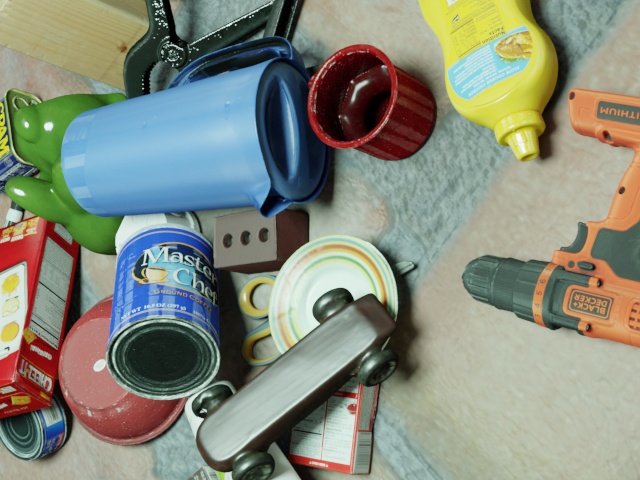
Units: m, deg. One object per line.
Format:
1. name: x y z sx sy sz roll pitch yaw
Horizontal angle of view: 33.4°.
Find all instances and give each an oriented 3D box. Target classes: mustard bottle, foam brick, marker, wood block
1. mustard bottle: 0.148 -0.155 0.900 0.096 0.058 0.191 -26 66 30
2. foam brick: -0.057 0.001 1.022 0.078 0.051 0.053 -9 76 34
3. marker: -0.373 -0.006 1.275 0.020 0.020 0.121 19 92 37
4. wood block: -0.266 -0.241 1.128 0.091 0.205 0.090 -46 58 20

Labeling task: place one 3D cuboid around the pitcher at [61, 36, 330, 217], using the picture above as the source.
1. pitcher: -0.120 -0.097 1.015 0.243 0.149 0.145 -6 109 29

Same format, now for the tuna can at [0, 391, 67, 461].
1. tuna can: -0.319 0.197 1.167 0.086 0.033 0.086 11 109 33

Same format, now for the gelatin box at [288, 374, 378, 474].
1. gelatin box: 0.012 0.159 0.954 0.073 0.030 0.089 1 81 38

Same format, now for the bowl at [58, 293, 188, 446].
1. bowl: -0.210 0.127 1.086 0.162 0.055 0.162 -5 78 22

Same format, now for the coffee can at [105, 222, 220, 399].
1. coffee can: -0.146 0.065 1.009 0.103 0.102 0.140 -41 30 23

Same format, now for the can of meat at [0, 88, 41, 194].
1. can of meat: -0.373 -0.116 1.275 0.084 0.057 0.102 -29 64 32

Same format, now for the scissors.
1. scissors: -0.007 0.043 1.000 0.202 0.016 0.096 -39 60 23

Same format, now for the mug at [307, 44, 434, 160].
1. mug: 0.040 -0.122 0.957 0.117 0.081 0.093 25 95 37

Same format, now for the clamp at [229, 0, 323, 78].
1. clamp: -0.053 -0.168 1.062 0.172 0.039 0.120 -35 62 23

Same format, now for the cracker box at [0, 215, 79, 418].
1. cracker box: -0.357 0.090 1.163 0.164 0.072 0.213 -16 51 23

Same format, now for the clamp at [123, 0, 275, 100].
1. clamp: -0.138 -0.197 1.110 0.164 0.036 0.210 21 110 4

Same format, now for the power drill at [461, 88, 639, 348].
1. power drill: 0.210 -0.019 0.830 0.185 0.057 0.188 14 92 34
